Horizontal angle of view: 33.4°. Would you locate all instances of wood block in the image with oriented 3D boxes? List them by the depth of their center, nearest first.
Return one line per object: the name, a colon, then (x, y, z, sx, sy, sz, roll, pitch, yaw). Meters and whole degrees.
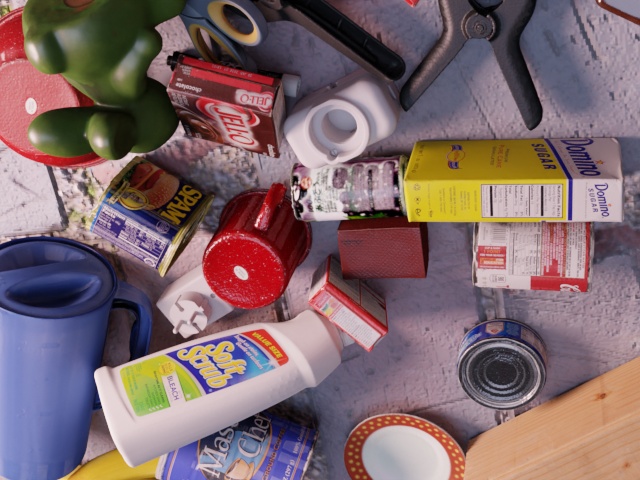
wood block: (0.246, 0.204, 1.013, 0.206, 0.090, 0.090, -32, 106, 26)

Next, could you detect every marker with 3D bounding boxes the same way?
marker: (-0.078, -0.148, 0.945, 0.121, 0.020, 0.020, 12, 119, 6)

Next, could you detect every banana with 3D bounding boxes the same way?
banana: (-0.168, 0.247, 1.139, 0.197, 0.069, 0.037, 9, 143, -5)

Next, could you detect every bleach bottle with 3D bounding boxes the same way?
bleach bottle: (-0.083, 0.124, 1.027, 0.250, 0.103, 0.068, -23, 136, -6)

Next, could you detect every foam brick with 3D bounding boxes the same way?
foam brick: (0.059, 0.001, 0.973, 0.078, 0.051, 0.053, -1, 116, 13)

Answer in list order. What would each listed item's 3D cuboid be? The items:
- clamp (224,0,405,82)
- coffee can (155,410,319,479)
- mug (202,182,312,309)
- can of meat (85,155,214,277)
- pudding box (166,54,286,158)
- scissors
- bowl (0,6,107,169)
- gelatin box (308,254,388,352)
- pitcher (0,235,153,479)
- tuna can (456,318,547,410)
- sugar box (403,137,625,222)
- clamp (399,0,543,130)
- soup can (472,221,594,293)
clamp: (-0.026, -0.202, 0.869, 0.210, 0.036, 0.164, 15, 150, 30)
coffee can: (-0.084, 0.218, 1.089, 0.140, 0.102, 0.103, 20, 120, 2)
mug: (-0.056, 0.001, 0.982, 0.093, 0.081, 0.117, 24, 120, 0)
can of meat: (-0.156, -0.025, 0.981, 0.084, 0.102, 0.058, 30, 120, -1)
pudding box: (-0.076, -0.113, 0.915, 0.090, 0.113, 0.039, 16, 79, 5)
scissors: (-0.117, -0.215, 0.889, 0.201, 0.016, 0.096, 49, 143, -10)
bowl: (-0.251, -0.130, 0.974, 0.162, 0.055, 0.162, 5, 118, 10)
gelatin box: (0.026, 0.057, 0.988, 0.073, 0.089, 0.030, 39, 103, -9)
pitcher: (-0.272, 0.128, 1.078, 0.149, 0.144, 0.243, 32, 127, 27)
tuna can: (0.173, 0.119, 1.018, 0.086, 0.033, 0.086, 5, 118, 10)
sugar box: (0.163, -0.052, 0.898, 0.176, 0.093, 0.048, -3, 117, 13)
clamp: (0.123, -0.173, 0.875, 0.120, 0.039, 0.171, 0, 111, 8)
soup can: (0.187, 0.010, 0.939, 0.102, 0.068, 0.068, 2, 117, 12)
